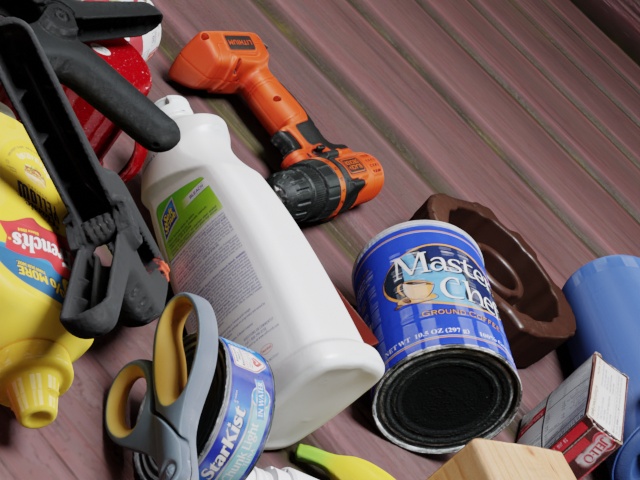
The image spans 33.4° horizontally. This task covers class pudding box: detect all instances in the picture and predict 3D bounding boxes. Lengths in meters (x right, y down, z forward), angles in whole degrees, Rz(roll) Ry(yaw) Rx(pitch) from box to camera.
[{"bbox_3d":[0.189,0.145,0.811,0.039,0.090,0.113,41,26,-1],"label":"pudding box"}]

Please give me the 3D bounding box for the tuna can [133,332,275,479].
[{"bbox_3d":[-0.061,0.093,0.562,0.033,0.086,0.086,27,30,-31],"label":"tuna can"}]

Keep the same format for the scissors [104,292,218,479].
[{"bbox_3d":[-0.080,0.116,0.520,0.016,0.096,0.201,28,42,-31],"label":"scissors"}]

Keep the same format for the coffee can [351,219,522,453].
[{"bbox_3d":[0.080,0.067,0.769,0.102,0.103,0.140,29,29,-24],"label":"coffee can"}]

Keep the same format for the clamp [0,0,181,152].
[{"bbox_3d":[-0.157,-0.128,0.637,0.171,0.039,0.120,27,34,-32],"label":"clamp"}]

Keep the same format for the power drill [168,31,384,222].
[{"bbox_3d":[-0.042,-0.093,0.899,0.188,0.057,0.184,50,24,11],"label":"power drill"}]

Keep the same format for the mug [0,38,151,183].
[{"bbox_3d":[-0.158,-0.088,0.706,0.117,0.082,0.093,49,27,14],"label":"mug"}]

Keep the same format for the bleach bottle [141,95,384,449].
[{"bbox_3d":[-0.054,0.001,0.678,0.068,0.103,0.251,17,40,-49],"label":"bleach bottle"}]

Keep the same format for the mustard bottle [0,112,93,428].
[{"bbox_3d":[-0.163,0.016,0.565,0.096,0.058,0.192,46,17,-49],"label":"mustard bottle"}]

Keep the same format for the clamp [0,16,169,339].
[{"bbox_3d":[-0.115,0.002,0.567,0.210,0.036,0.164,72,-1,-65],"label":"clamp"}]
